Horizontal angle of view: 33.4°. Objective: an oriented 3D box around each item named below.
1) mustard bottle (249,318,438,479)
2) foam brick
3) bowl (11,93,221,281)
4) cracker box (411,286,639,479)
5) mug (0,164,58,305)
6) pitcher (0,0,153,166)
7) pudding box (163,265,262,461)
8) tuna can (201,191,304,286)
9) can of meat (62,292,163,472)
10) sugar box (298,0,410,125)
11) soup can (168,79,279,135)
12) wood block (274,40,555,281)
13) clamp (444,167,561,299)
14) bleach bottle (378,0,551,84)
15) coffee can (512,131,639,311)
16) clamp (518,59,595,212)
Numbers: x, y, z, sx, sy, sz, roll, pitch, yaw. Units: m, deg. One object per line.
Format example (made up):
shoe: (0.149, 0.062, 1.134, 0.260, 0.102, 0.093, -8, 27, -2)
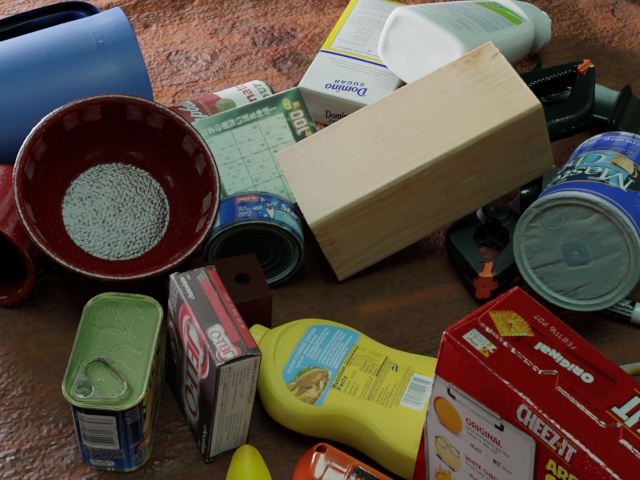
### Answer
mustard bottle: (0.013, 0.107, 0.794, 0.192, 0.058, 0.096, 20, 46, 14)
foam brick: (-0.083, 0.051, 0.848, 0.078, 0.051, 0.053, -12, 47, -15)
bowl: (-0.163, -0.035, 0.857, 0.162, 0.055, 0.162, 5, 67, -11)
cracker box: (0.139, 0.156, 0.645, 0.072, 0.214, 0.164, -30, 55, -29)
mug: (-0.272, -0.004, 0.873, 0.117, 0.093, 0.081, -21, 32, 27)
pitcher: (-0.277, -0.125, 0.956, 0.242, 0.145, 0.149, -17, 18, -16)
pudding box: (-0.080, 0.088, 0.767, 0.039, 0.113, 0.090, -14, 48, -22)
tuna can: (-0.056, 0.001, 0.875, 0.086, 0.086, 0.034, -2, 47, -6)
can of meat: (-0.145, 0.103, 0.768, 0.057, 0.084, 0.102, 5, 45, 0)
sugar box: (0.049, -0.181, 1.092, 0.093, 0.048, 0.176, 17, 50, 13)
soup can: (-0.091, -0.104, 0.989, 0.102, 0.068, 0.069, -21, 51, -24)
wood block: (0.079, -0.065, 0.896, 0.206, 0.090, 0.091, -28, 51, 1)
clamp: (0.163, -0.017, 0.941, 0.120, 0.039, 0.171, -3, 44, 7)
bleach bottle: (0.169, -0.203, 1.079, 0.103, 0.068, 0.250, 39, 36, 25)
coffee can: (0.231, -0.018, 0.884, 0.103, 0.103, 0.140, 24, 36, 19)
clamp: (0.180, -0.115, 0.999, 0.165, 0.036, 0.209, 27, 51, 31)
